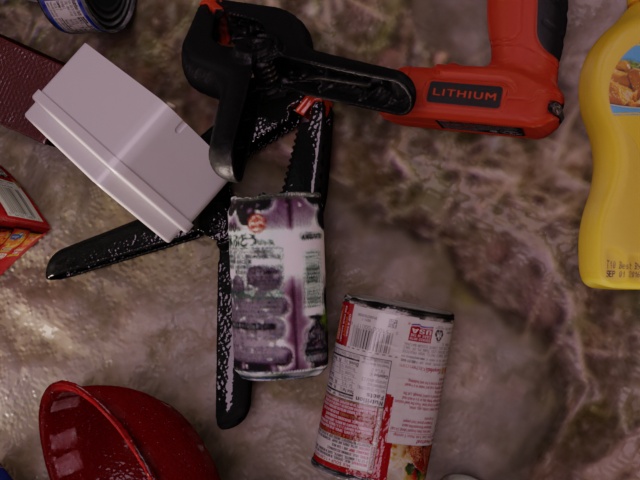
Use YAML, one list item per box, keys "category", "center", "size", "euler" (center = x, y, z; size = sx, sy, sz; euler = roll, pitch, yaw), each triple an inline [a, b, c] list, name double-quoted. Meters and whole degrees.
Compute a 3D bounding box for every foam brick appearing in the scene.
- category: "foam brick"
  center: [-0.188, -0.097, 0.695]
  size: [0.078, 0.051, 0.053]
  euler: [26, 95, 14]

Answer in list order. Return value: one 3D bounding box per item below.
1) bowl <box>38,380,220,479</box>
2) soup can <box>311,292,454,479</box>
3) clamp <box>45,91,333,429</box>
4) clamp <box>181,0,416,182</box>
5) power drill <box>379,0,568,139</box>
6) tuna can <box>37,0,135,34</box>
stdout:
- category: "bowl"
  center: [-0.105, 0.148, 0.639]
  size: [0.162, 0.055, 0.162]
  euler: [30, 131, 40]
- category: "soup can"
  center: [0.037, 0.087, 0.623]
  size: [0.068, 0.068, 0.102]
  euler: [11, 90, 14]
- category: "clamp"
  center: [-0.054, 0.001, 0.665]
  size: [0.164, 0.036, 0.210]
  euler: [45, 98, 12]
- category: "clamp"
  center: [-0.023, -0.100, 0.622]
  size: [0.120, 0.039, 0.171]
  euler: [-13, 42, -12]
- category: "power drill"
  center: [0.085, -0.159, 0.626]
  size: [0.185, 0.057, 0.188]
  euler: [9, 91, 17]
- category: "tuna can"
  center: [-0.148, -0.173, 0.671]
  size: [0.034, 0.086, 0.086]
  euler: [0, 88, 16]
